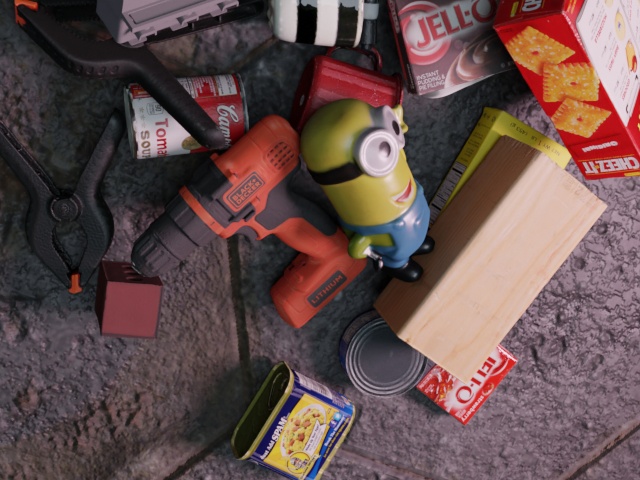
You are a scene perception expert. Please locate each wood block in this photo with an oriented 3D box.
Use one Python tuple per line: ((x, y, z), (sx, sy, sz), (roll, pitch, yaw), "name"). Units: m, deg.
((0.153, 0.015, 0.990), (0.090, 0.091, 0.206), (36, 96, -20), "wood block")

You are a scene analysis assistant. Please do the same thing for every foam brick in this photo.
((-0.175, 0.053, 0.972), (0.053, 0.078, 0.051), (5, 102, -17), "foam brick")

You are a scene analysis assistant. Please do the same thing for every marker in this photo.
((0.045, -0.231, 0.953), (0.020, 0.020, 0.121), (-1, 110, -14), "marker")

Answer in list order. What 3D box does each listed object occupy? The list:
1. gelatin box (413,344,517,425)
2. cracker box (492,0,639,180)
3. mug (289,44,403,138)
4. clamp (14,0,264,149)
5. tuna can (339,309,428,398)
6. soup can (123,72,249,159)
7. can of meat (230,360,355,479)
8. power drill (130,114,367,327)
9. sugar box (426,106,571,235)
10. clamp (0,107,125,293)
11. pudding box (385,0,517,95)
((0.147, 0.133, 1.095), (0.073, 0.030, 0.089), (39, 92, -19), "gelatin box")
((0.238, -0.181, 0.947), (0.213, 0.072, 0.164), (48, 50, -41), "cracker box")
((0.023, -0.131, 0.976), (0.081, 0.093, 0.117), (15, 74, -12), "mug")
((-0.158, -0.161, 0.910), (0.210, 0.036, 0.164), (9, 60, -8), "clamp")
((0.062, 0.112, 1.067), (0.086, 0.034, 0.086), (-3, 104, -13), "tuna can")
((-0.120, -0.111, 0.950), (0.102, 0.068, 0.068), (-7, 105, -13), "soup can")
((-0.026, 0.183, 1.051), (0.083, 0.057, 0.102), (30, 95, -21), "can of meat")
((-0.056, 0.001, 0.967), (0.184, 0.057, 0.187), (-42, 132, 3), "power drill")
((0.162, -0.033, 1.051), (0.093, 0.048, 0.176), (27, 95, -19), "sugar box")
((-0.218, -0.040, 0.955), (0.120, 0.039, 0.171), (-10, 111, 7), "clamp")
((0.121, -0.185, 0.936), (0.113, 0.039, 0.090), (-17, 102, -9), "pudding box")
